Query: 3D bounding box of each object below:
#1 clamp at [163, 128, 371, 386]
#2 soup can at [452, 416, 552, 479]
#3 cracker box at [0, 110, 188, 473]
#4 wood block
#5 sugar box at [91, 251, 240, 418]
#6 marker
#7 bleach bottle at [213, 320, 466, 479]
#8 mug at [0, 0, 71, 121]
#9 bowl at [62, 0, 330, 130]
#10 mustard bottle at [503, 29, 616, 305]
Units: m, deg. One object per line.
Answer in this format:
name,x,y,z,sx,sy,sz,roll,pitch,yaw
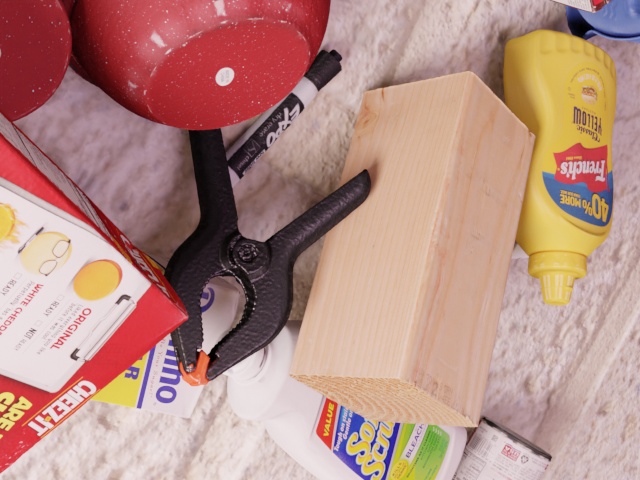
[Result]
clamp,-0.054,0.001,0.644,0.120,0.039,0.171,30,71,-2
soup can,0.141,0.208,0.896,0.068,0.069,0.102,31,89,-40
cracker box,-0.190,0.015,0.497,0.164,0.072,0.213,-39,135,-1
wood block,0.064,0.007,0.692,0.090,0.091,0.206,35,61,-41
sugar box,-0.138,0.047,0.644,0.175,0.048,0.093,19,97,-38
marker,-0.029,-0.078,0.687,0.121,0.020,0.020,-48,129,-9
bleach bottle,0.009,0.126,0.750,0.250,0.068,0.102,37,79,-46
mug,-0.171,-0.116,0.529,0.093,0.082,0.117,11,102,-38
bowl,-0.057,-0.108,0.575,0.162,0.055,0.162,-18,155,-9
mustard bottle,0.172,-0.048,0.769,0.096,0.058,0.191,16,73,-38
